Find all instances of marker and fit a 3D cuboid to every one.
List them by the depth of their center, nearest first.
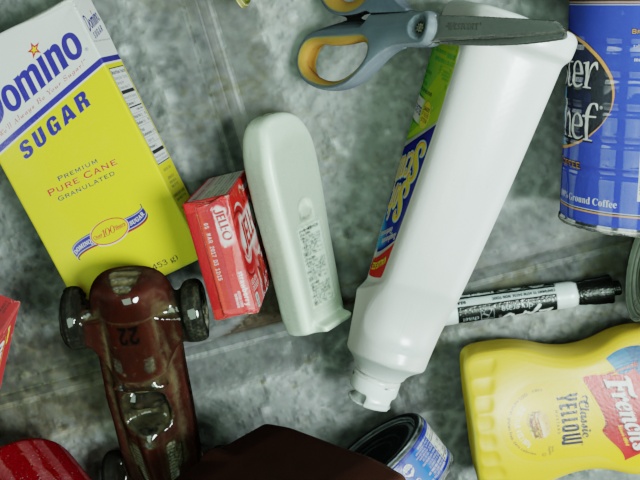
[{"bbox_3d":[0.133,0.039,0.690,0.121,0.020,0.020,-8,102,4],"label":"marker"}]

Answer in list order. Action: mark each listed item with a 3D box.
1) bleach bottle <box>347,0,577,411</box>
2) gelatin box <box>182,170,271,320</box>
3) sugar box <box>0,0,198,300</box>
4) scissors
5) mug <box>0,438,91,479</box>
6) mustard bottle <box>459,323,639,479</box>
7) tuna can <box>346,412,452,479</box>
[{"bbox_3d":[0.070,-0.013,0.638,0.068,0.102,0.251,16,102,-10],"label":"bleach bottle"},{"bbox_3d":[-0.054,0.001,0.654,0.030,0.089,0.073,-12,102,6],"label":"gelatin box"},{"bbox_3d":[-0.148,-0.053,0.669,0.093,0.048,0.176,-25,102,11],"label":"sugar box"},{"bbox_3d":[0.053,-0.135,0.592,0.016,0.202,0.096,5,81,-39],"label":"scissors"},{"bbox_3d":[-0.185,0.175,0.669,0.117,0.082,0.093,29,94,-46],"label":"mug"},{"bbox_3d":[0.189,0.103,0.682,0.191,0.058,0.096,-8,97,4],"label":"mustard bottle"},{"bbox_3d":[0.041,0.150,0.686,0.086,0.086,0.034,-36,97,10],"label":"tuna can"}]
